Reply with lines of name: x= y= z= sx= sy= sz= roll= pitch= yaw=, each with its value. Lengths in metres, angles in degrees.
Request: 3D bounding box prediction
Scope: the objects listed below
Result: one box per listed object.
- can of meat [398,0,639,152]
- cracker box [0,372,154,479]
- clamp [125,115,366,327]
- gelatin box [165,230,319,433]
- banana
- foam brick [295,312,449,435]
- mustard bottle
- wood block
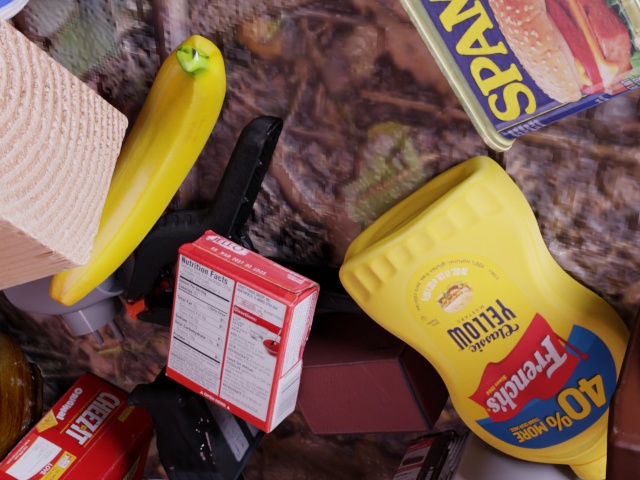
can of meat: x=0.091 y=-0.099 z=0.441 sx=0.084 sy=0.057 sz=0.102 roll=-21 pitch=112 yaw=34
cracker box: x=-0.196 y=0.224 z=0.755 sx=0.072 sy=0.164 sz=0.214 roll=27 pitch=131 yaw=10
clamp: x=-0.054 y=0.001 z=0.603 sx=0.172 sy=0.039 sz=0.120 roll=-16 pitch=103 yaw=33
gelatin box: x=-0.044 y=0.048 z=0.576 sx=0.073 sy=0.030 sz=0.089 roll=25 pitch=122 yaw=23
banana: x=-0.095 y=-0.042 z=0.570 sx=0.037 sy=0.069 sz=0.198 roll=43 pitch=129 yaw=10
foam brick: x=0.028 y=0.074 z=0.601 sx=0.078 sy=0.053 sz=0.051 roll=-8 pitch=119 yaw=33
mustard bottle: x=0.103 y=0.056 z=0.542 sx=0.096 sy=0.058 sz=0.191 roll=-36 pitch=103 yaw=23
wood block: x=-0.208 y=-0.024 z=0.538 sx=0.206 sy=0.090 sz=0.090 roll=-14 pitch=142 yaw=35
